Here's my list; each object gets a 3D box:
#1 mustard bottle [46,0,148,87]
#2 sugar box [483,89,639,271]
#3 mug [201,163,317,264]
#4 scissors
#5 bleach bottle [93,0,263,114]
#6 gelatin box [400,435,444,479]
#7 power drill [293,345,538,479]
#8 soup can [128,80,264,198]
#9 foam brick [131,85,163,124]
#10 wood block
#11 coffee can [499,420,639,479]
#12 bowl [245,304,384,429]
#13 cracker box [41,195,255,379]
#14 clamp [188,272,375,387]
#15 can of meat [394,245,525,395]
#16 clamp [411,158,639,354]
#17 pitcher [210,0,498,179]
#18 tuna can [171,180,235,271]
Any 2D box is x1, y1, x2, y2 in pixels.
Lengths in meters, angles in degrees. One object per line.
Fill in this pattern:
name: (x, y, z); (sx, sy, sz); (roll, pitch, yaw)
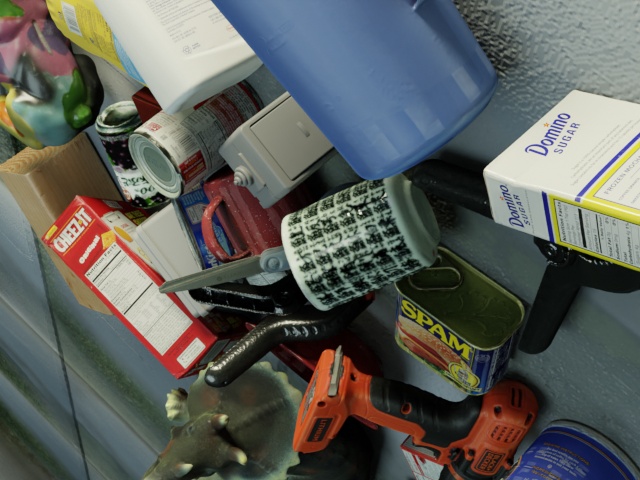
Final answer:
mustard bottle: (-0.159, -0.182, 0.927); (0.192, 0.058, 0.096); (33, 148, 29)
sugar box: (0.186, -0.025, 0.570); (0.176, 0.093, 0.048); (21, 142, 45)
mug: (-0.056, -0.026, 0.913); (0.093, 0.117, 0.081); (-9, 113, 52)
scissors: (-0.031, -0.001, 0.866); (0.016, 0.201, 0.096); (-104, 15, -63)
bleach bottle: (-0.144, -0.227, 0.825); (0.251, 0.102, 0.068); (58, 144, -2)
gelatin box: (0.128, 0.230, 1.051); (0.089, 0.030, 0.073); (12, 136, 50)
power drill: (0.075, 0.168, 0.925); (0.187, 0.057, 0.185); (13, 136, -4)
soup can: (-0.104, -0.091, 0.912); (0.069, 0.102, 0.068); (36, 150, 24)
foam brick: (-0.128, -0.109, 0.981); (0.053, 0.051, 0.078); (25, 144, 38)
wood block: (-0.287, -0.022, 1.289); (0.090, 0.090, 0.206); (12, 135, 50)
coffee can: (0.179, 0.227, 0.848); (0.103, 0.140, 0.103); (36, 150, 25)
bowl: (0.007, 0.111, 1.024); (0.162, 0.055, 0.162); (38, 170, 8)
cracker box: (-0.181, 0.050, 1.160); (0.214, 0.072, 0.164); (44, -172, 9)
clamp: (-0.034, 0.071, 0.948); (0.039, 0.171, 0.120); (72, -171, -51)
can of meat: (0.106, 0.066, 0.846); (0.102, 0.057, 0.084); (36, 152, 24)
clamp: (0.163, 0.006, 0.702); (0.210, 0.036, 0.164); (-8, 117, 56)
pitcher: (0.005, -0.162, 0.639); (0.243, 0.145, 0.149); (52, -173, -12)
tuna can: (-0.108, -0.012, 0.979); (0.086, 0.033, 0.086); (158, 90, -80)
